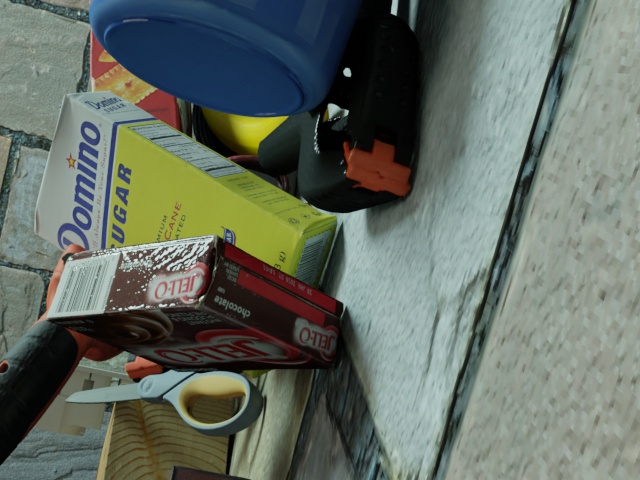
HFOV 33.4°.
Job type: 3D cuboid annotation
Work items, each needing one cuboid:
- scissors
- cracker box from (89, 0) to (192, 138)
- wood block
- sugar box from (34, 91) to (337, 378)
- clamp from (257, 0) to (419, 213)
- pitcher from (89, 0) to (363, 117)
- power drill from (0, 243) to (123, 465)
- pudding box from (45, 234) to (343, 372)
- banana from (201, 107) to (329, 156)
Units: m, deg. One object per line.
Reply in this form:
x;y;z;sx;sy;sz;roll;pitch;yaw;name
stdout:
-0.105;0.090;0.760;0.202;0.016;0.096;5;62;46;scissors
-0.136;-0.072;0.822;0.164;0.072;0.213;90;174;-52;cracker box
-0.137;0.203;0.868;0.206;0.090;0.091;117;161;-56;wood block
-0.082;-0.008;0.602;0.048;0.176;0.093;-21;-46;-59;sugar box
0.009;-0.065;0.524;0.210;0.036;0.165;-97;28;-57;clamp
-0.012;-0.185;0.471;0.149;0.145;0.243;46;-122;-65;pitcher
-0.172;0.102;0.584;0.187;0.057;0.185;-55;2;-25;power drill
-0.059;0.034;0.508;0.114;0.089;0.039;-5;64;42;pudding box
-0.041;-0.081;0.731;0.037;0.069;0.198;-47;31;-13;banana
